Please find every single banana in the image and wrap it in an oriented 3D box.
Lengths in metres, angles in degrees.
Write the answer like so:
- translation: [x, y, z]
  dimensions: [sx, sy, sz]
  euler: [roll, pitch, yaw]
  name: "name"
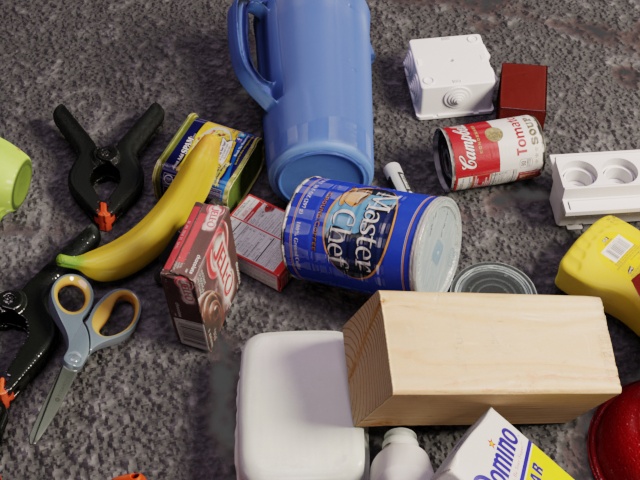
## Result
- translation: [-0.163, -0.021, 1.048]
  dimensions: [0.197, 0.069, 0.037]
  euler: [-42, 55, -9]
  name: "banana"

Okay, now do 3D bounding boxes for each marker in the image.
- translation: [0.093, -0.033, 1.101]
  dimensions: [0.020, 0.020, 0.121]
  euler: [-13, 51, -10]
  name: "marker"

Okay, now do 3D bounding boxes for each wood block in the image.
- translation: [0.133, 0.100, 0.897]
  dimensions: [0.205, 0.091, 0.090]
  euler: [3, 64, -19]
  name: "wood block"

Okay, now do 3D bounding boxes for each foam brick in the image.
- translation: [0.221, -0.151, 1.175]
  dimensions: [0.051, 0.053, 0.078]
  euler: [6, 51, 6]
  name: "foam brick"

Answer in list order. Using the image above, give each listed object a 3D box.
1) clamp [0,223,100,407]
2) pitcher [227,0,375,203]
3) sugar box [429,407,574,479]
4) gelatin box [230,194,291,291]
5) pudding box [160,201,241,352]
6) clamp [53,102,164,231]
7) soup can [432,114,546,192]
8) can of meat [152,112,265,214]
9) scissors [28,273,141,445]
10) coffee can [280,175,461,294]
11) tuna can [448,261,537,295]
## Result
- translation: [-0.287, 0.061, 1.020]
  dimensions: [0.164, 0.036, 0.210]
  euler: [-6, 53, -12]
  name: "clamp"
- translation: [-0.014, -0.159, 1.135]
  dimensions: [0.149, 0.145, 0.243]
  euler: [-7, 53, 6]
  name: "pitcher"
- translation: [0.173, 0.219, 0.827]
  dimensions: [0.176, 0.048, 0.093]
  euler: [42, 38, 7]
  name: "sugar box"
- translation: [-0.057, 0.001, 1.070]
  dimensions: [0.089, 0.030, 0.073]
  euler: [25, 57, 21]
  name: "gelatin box"
- translation: [-0.109, 0.034, 0.989]
  dimensions: [0.039, 0.113, 0.090]
  euler: [13, 52, 12]
  name: "pudding box"
- translation: [-0.238, -0.087, 1.140]
  dimensions: [0.120, 0.039, 0.171]
  euler: [1, 51, 4]
  name: "clamp"
- translation: [0.176, -0.092, 1.117]
  dimensions: [0.102, 0.068, 0.068]
  euler: [-9, 51, -8]
  name: "soup can"
- translation: [-0.115, -0.077, 1.119]
  dimensions: [0.084, 0.057, 0.102]
  euler: [18, 53, 13]
  name: "can of meat"
- translation: [-0.235, 0.095, 0.962]
  dimensions: [0.096, 0.016, 0.201]
  euler: [34, 39, 5]
  name: "scissors"
- translation: [0.048, 0.000, 1.002]
  dimensions: [0.140, 0.103, 0.102]
  euler: [11, 50, 28]
  name: "coffee can"
- translation: [0.162, 0.062, 1.012]
  dimensions: [0.086, 0.034, 0.086]
  euler: [-1, 50, 1]
  name: "tuna can"
